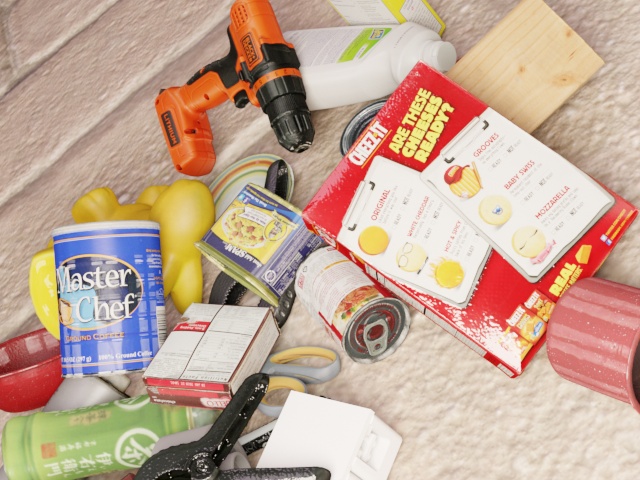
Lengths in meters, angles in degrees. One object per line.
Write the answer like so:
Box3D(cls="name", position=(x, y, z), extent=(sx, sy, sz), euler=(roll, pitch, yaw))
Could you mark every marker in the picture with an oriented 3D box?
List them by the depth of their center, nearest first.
Box3D(cls="marker", position=(-0.041, 0.171, 0.963), extent=(0.121, 0.020, 0.020), euler=(-29, 44, 18))

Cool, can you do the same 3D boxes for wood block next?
Box3D(cls="wood block", position=(0.142, -0.112, 0.960), extent=(0.206, 0.091, 0.090), euler=(-44, 84, 3))

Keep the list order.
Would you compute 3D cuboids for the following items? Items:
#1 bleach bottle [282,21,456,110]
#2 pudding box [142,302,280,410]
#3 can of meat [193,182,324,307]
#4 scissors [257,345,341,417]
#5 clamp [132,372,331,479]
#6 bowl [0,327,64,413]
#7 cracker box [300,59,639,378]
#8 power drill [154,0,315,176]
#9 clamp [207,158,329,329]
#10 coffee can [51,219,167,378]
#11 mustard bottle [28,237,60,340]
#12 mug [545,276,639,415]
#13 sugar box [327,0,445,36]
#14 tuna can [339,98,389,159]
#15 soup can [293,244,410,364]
Box3D(cls="bleach bottle", position=(0.036, -0.181, 1.121), extent=(0.251, 0.068, 0.102), euler=(7, 56, 49))
Box3D(cls="pudding box", position=(-0.099, 0.105, 0.980), extent=(0.090, 0.039, 0.113), euler=(2, 37, 21))
Box3D(cls="can of meat", position=(-0.057, 0.001, 1.021), extent=(0.102, 0.057, 0.084), euler=(32, 79, 35))
Box3D(cls="scissors", position=(-0.079, 0.130, 0.989), extent=(0.202, 0.016, 0.096), euler=(-7, 31, 21))
Box3D(cls="clamp", position=(-0.088, 0.177, 0.848), extent=(0.171, 0.039, 0.120), euler=(-21, 44, -7))
Box3D(cls="bowl", position=(-0.304, 0.140, 1.142), extent=(0.162, 0.055, 0.162), euler=(-16, 12, 3))
Box3D(cls="cracker box", position=(0.119, -0.016, 0.864), extent=(0.214, 0.072, 0.164), euler=(36, 83, 11))
Box3D(cls="power drill", position=(-0.092, -0.144, 1.153), extent=(0.188, 0.057, 0.184), euler=(-33, 67, 36))
Box3D(cls="clamp", position=(-0.053, 0.024, 1.066), extent=(0.210, 0.036, 0.165), euler=(-47, 53, 2))
Box3D(cls="coffee can", position=(-0.199, 0.056, 1.014), extent=(0.103, 0.102, 0.140), euler=(-7, 85, 35))
Box3D(cls="mustard bottle", position=(-0.276, 0.040, 1.188), extent=(0.058, 0.096, 0.191), euler=(-17, 12, -1))
Box3D(cls="mug", position=(0.229, 0.069, 0.783), extent=(0.117, 0.093, 0.082), euler=(-29, 28, -29))
Box3D(cls="sugar box", position=(0.047, -0.265, 1.116), extent=(0.094, 0.176, 0.048), euler=(13, 67, 44))
Box3D(cls="tuna can", position=(0.062, -0.101, 1.082), extent=(0.086, 0.033, 0.086), euler=(-22, 47, 25))
Box3D(cls="soup can", position=(0.026, 0.056, 0.963), extent=(0.068, 0.068, 0.102), euler=(-45, 41, 1))
